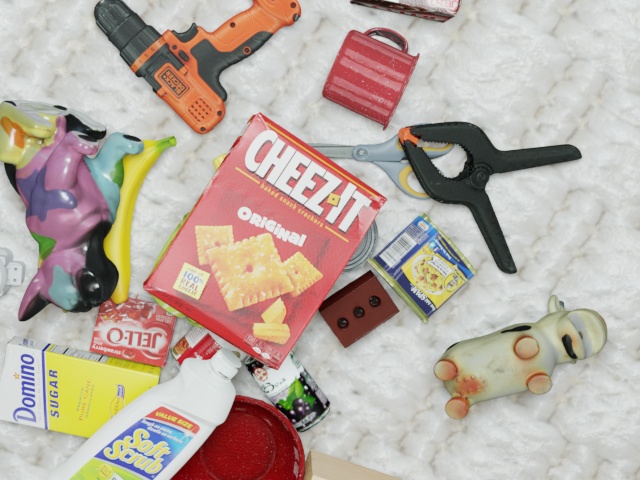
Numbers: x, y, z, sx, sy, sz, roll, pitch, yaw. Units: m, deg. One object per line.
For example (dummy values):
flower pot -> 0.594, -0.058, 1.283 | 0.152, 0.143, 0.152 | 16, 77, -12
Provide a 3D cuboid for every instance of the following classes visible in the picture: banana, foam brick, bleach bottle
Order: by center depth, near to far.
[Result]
bleach bottle -> -0.184, 0.208, 1.168 | 0.102, 0.068, 0.251 | 42, 104, -4
banana -> -0.218, -0.031, 1.191 | 0.037, 0.070, 0.198 | 8, 102, -47
foam brick -> 0.042, 0.078, 1.219 | 0.078, 0.051, 0.053 | -35, 97, 2

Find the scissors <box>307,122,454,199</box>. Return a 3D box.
scissors -> 0.058, -0.082, 1.217 | 0.201, 0.016, 0.096 | -12, 98, -1

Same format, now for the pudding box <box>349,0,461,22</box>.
pudding box -> 0.092, -0.267, 1.157 | 0.113, 0.090, 0.039 | 13, 95, -4

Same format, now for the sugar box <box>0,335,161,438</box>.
sugar box -> -0.276, 0.174, 1.221 | 0.176, 0.048, 0.093 | 11, 98, -5

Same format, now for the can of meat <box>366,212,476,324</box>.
can of meat -> 0.116, 0.030, 1.201 | 0.084, 0.057, 0.102 | -43, 124, 1

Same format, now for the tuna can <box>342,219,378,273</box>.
tuna can -> 0.022, -0.007, 1.216 | 0.086, 0.034, 0.086 | 0, 97, -3

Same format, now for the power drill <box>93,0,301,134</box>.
power drill -> -0.129, -0.239, 1.169 | 0.188, 0.057, 0.184 | -42, 101, 6

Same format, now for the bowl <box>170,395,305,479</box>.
bowl -> -0.098, 0.250, 1.232 | 0.162, 0.055, 0.162 | 0, 97, 0

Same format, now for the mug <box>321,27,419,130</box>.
mug -> 0.057, -0.188, 1.173 | 0.081, 0.093, 0.117 | 25, 65, -1

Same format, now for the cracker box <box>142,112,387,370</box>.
cracker box -> -0.057, 0.001, 1.096 | 0.164, 0.072, 0.213 | 33, 88, -9

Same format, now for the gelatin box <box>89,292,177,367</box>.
gelatin box -> -0.212, 0.100, 1.222 | 0.089, 0.030, 0.073 | 14, 97, -4

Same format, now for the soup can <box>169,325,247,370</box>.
soup can -> -0.112, 0.113, 1.209 | 0.102, 0.068, 0.068 | -44, 97, 4

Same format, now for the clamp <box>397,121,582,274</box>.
clamp -> 0.185, -0.081, 1.203 | 0.210, 0.036, 0.164 | 34, 93, -16
